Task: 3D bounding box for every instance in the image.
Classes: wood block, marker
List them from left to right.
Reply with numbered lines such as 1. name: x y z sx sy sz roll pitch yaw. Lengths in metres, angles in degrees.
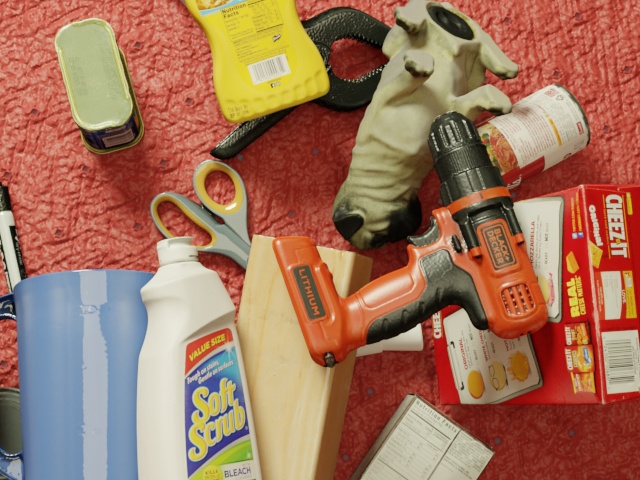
1. marker: -0.274 0.007 0.941 0.020 0.020 0.121 -13 85 -7
2. wood block: -0.023 0.107 0.897 0.090 0.090 0.206 10 88 14

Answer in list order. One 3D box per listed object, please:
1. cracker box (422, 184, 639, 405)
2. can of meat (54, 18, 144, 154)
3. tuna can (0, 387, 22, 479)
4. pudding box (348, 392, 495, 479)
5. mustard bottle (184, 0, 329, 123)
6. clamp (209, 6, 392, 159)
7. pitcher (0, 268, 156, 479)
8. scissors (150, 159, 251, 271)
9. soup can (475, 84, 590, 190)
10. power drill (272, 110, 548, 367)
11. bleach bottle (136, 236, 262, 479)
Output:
1. cracker box: 0.176 0.051 0.878 0.072 0.214 0.164 -1 83 -28
2. can of meat: -0.193 -0.134 0.932 0.057 0.084 0.102 -15 85 -7
3. tuna can: -0.271 0.169 0.915 0.086 0.034 0.086 1 83 -5
4. pudding box: 0.086 0.205 0.942 0.090 0.039 0.113 36 80 0
5. mustard bottle: -0.064 -0.202 0.905 0.096 0.058 0.191 -18 98 -4
6. clamp: -0.013 -0.172 0.966 0.209 0.036 0.164 -12 99 -11
7. pitcher: -0.191 0.149 0.861 0.149 0.144 0.243 -14 72 38
8. scissors: -0.056 0.001 0.963 0.201 0.016 0.096 29 82 -2
9. soup can: 0.184 -0.091 0.971 0.102 0.068 0.068 -29 87 -9
10. power drill: 0.062 0.006 0.817 0.187 0.057 0.184 -18 74 0
11. bleach bottle: -0.102 0.123 0.817 0.102 0.068 0.251 -1 79 -44
